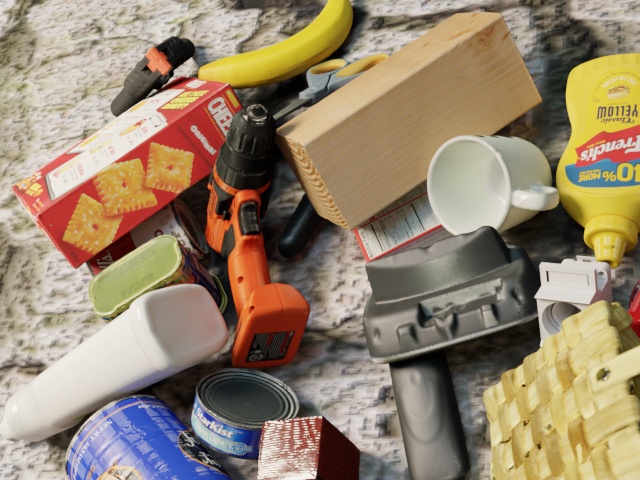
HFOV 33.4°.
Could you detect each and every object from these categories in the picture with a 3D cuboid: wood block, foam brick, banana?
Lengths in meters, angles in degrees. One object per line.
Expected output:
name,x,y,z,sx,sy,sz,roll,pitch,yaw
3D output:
wood block,0.074,-0.108,0.933,0.206,0.091,0.090,-34,20,-10
foam brick,-0.008,0.175,0.828,0.053,0.078,0.051,-9,56,22
banana,-0.032,-0.201,1.105,0.197,0.037,0.070,-37,58,-21

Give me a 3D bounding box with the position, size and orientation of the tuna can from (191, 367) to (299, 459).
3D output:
tuna can,-0.062,0.142,0.876,0.086,0.085,0.034,35,121,39

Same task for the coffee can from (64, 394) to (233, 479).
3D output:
coffee can,-0.126,0.204,0.852,0.102,0.102,0.140,-46,49,-7

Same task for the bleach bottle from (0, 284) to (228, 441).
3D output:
bleach bottle,-0.200,0.121,0.930,0.251,0.102,0.068,-31,82,30

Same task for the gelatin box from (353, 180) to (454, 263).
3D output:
gelatin box,0.073,-0.019,0.950,0.089,0.030,0.073,-28,51,8

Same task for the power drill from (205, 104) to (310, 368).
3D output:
power drill,-0.056,0.001,0.923,0.057,0.185,0.187,-3,55,-15

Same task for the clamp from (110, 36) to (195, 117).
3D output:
clamp,-0.183,-0.174,1.137,0.120,0.039,0.171,-49,6,3

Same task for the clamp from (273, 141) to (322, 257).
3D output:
clamp,0.011,-0.095,1.030,0.210,0.036,0.165,-38,49,0

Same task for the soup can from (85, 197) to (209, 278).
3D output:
soup can,-0.167,0.010,1.031,0.102,0.068,0.068,-29,50,6

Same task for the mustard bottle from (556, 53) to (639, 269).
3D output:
mustard bottle,0.243,-0.063,0.872,0.096,0.058,0.191,0,59,25

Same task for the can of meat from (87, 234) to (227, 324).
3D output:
can of meat,-0.150,0.051,0.983,0.102,0.084,0.057,-32,49,4

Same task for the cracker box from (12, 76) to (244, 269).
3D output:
cracker box,-0.182,-0.072,1.037,0.213,0.072,0.164,-36,23,-13

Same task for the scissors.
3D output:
scissors,-0.016,-0.143,1.036,0.201,0.016,0.096,-28,26,-30
